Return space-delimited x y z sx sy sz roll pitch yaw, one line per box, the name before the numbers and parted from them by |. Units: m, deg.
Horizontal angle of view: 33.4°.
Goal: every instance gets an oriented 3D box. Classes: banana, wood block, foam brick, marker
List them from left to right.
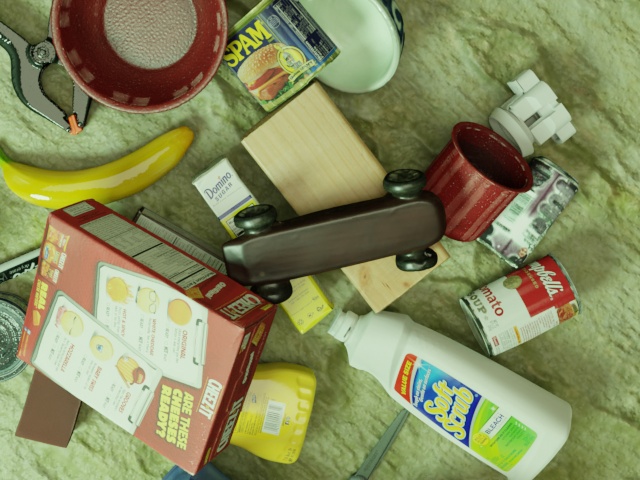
marker | -0.287 0.022 1.040 0.121 0.020 0.020 -23 99 -2
foam brick | -0.259 0.154 1.044 0.053 0.051 0.078 18 96 -8
banana | -0.217 -0.066 1.025 0.197 0.037 0.069 -6 100 -4
wood block | 0.022 -0.045 1.021 0.090 0.091 0.206 -38 99 3

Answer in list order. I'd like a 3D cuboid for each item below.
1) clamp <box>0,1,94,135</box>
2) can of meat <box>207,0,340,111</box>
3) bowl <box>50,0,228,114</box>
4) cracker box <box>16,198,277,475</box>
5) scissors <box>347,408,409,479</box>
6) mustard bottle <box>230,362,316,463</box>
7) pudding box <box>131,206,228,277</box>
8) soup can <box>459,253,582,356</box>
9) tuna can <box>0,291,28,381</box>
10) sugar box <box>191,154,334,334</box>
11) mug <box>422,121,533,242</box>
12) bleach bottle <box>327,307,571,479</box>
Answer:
clamp | -0.254 -0.186 1.006 0.120 0.039 0.171 -29 103 4
can of meat | -0.043 -0.179 0.997 0.084 0.102 0.057 48 49 -12
bowl | -0.162 -0.200 0.981 0.162 0.055 0.162 1 104 2
cracker box | -0.161 0.082 0.963 0.214 0.072 0.164 29 118 17
scissors | 0.016 0.253 1.100 0.096 0.016 0.202 18 96 -7
mustard bottle | -0.106 0.155 1.054 0.191 0.058 0.096 13 99 -7
pudding box | -0.150 0.033 1.044 0.113 0.039 0.090 31 94 -10
soup can | 0.199 0.065 1.064 0.102 0.068 0.068 -26 99 -1
tuna can | -0.318 0.094 1.039 0.086 0.034 0.086 -1 98 -5
sugar box | -0.057 0.001 1.020 0.048 0.093 0.176 -38 99 -2
mug | 0.149 -0.056 1.030 0.093 0.117 0.082 49 126 16
bleach bottle | 0.119 0.146 1.066 0.251 0.068 0.103 29 126 -2
